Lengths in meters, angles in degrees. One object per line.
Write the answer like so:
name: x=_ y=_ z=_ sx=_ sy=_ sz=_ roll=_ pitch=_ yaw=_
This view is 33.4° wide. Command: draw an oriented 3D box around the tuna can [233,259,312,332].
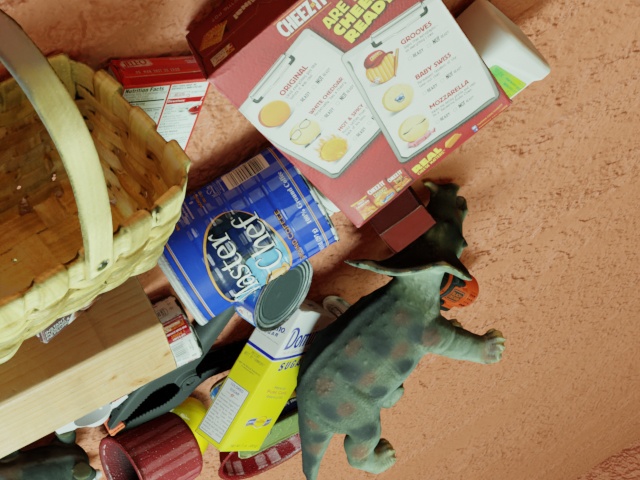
tuna can: x=-0.048 y=0.047 z=1.071 sx=0.086 sy=0.034 sz=0.086 roll=-40 pitch=148 yaw=-32

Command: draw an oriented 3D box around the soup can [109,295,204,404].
soup can: x=-0.171 y=0.104 z=1.025 sx=0.102 sy=0.068 sz=0.068 roll=-27 pitch=152 yaw=-13

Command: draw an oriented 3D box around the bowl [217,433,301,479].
bowl: x=-0.069 y=0.240 z=1.359 sx=0.162 sy=0.055 sz=0.162 roll=-26 pitch=154 yaw=-14

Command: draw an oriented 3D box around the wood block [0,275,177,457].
wood block: x=-0.241 y=0.106 z=0.930 sx=0.206 sy=0.091 sz=0.090 roll=-26 pitch=151 yaw=-13

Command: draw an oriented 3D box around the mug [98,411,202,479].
mug: x=-0.190 y=0.236 z=1.173 sx=0.081 sy=0.117 sz=0.093 roll=-25 pitch=122 yaw=-35

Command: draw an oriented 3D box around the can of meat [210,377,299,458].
can of meat: x=-0.070 y=0.194 z=1.258 sx=0.102 sy=0.084 sz=0.057 roll=-24 pitch=151 yaw=-17

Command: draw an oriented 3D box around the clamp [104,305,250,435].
clamp: x=-0.140 y=0.138 z=1.146 sx=0.210 sy=0.036 sz=0.164 roll=-39 pitch=152 yaw=2

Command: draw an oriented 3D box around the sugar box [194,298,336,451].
sugar box: x=-0.057 y=0.144 z=1.156 sx=0.176 sy=0.048 sz=0.093 roll=-58 pitch=155 yaw=6

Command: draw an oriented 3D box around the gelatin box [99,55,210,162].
gelatin box: x=-0.128 y=-0.096 z=0.793 sx=0.073 sy=0.030 sz=0.089 roll=-11 pitch=145 yaw=-34

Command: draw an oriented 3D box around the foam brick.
foam brick: x=0.067 y=-0.038 z=1.039 sx=0.051 sy=0.078 sz=0.053 roll=-35 pitch=152 yaw=6

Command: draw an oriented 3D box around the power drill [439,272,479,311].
power drill: x=0.090 y=0.088 z=1.286 sx=0.188 sy=0.057 sz=0.184 roll=-41 pitch=148 yaw=16

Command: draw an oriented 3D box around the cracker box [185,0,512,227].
cracker box: x=0.027 y=-0.129 z=0.811 sx=0.164 sy=0.072 sz=0.213 roll=-39 pitch=136 yaw=9

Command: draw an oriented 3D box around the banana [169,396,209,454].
banana: x=-0.165 y=0.234 z=1.280 sx=0.069 sy=0.037 sz=0.198 roll=3 pitch=142 yaw=-4

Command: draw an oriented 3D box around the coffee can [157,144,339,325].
coffee can: x=-0.070 y=-0.007 z=0.918 sx=0.140 sy=0.103 sz=0.103 roll=-32 pitch=152 yaw=-4

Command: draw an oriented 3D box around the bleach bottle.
bleach bottle: x=0.083 y=-0.103 z=0.970 sx=0.251 sy=0.068 sz=0.102 roll=-42 pitch=149 yaw=20
